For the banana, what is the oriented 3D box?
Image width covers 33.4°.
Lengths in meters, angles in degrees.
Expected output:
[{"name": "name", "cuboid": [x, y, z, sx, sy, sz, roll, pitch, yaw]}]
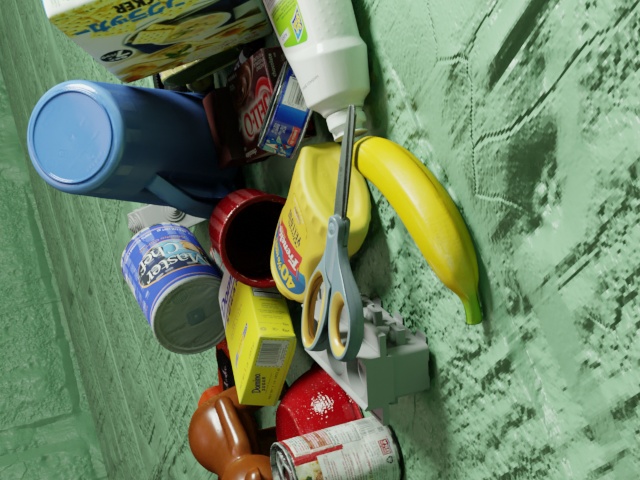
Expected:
[{"name": "banana", "cuboid": [0.065, -0.027, 0.785, 0.070, 0.037, 0.198, 100, 151, -44]}]

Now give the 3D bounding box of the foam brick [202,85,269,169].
[{"name": "foam brick", "cuboid": [-0.083, -0.119, 1.103, 0.051, 0.053, 0.078, 153, 103, -69]}]

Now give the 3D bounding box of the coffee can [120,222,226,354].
[{"name": "coffee can", "cuboid": [-0.168, 0.055, 1.262, 0.140, 0.102, 0.103, -131, 35, -52]}]

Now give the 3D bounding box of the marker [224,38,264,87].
[{"name": "marker", "cuboid": [-0.080, -0.179, 1.107, 0.121, 0.020, 0.020, 131, 124, -65]}]

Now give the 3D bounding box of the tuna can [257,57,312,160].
[{"name": "tuna can", "cuboid": [-0.027, -0.115, 0.925, 0.086, 0.033, 0.086, -163, 91, -82]}]

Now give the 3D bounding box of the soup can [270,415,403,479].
[{"name": "soup can", "cuboid": [0.014, 0.201, 0.952, 0.069, 0.102, 0.068, 168, 90, -70]}]

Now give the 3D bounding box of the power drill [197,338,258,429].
[{"name": "power drill", "cuboid": [-0.126, 0.149, 1.355, 0.185, 0.057, 0.188, -132, 36, -53]}]

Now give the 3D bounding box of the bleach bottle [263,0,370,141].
[{"name": "bleach bottle", "cuboid": [-0.014, -0.200, 0.865, 0.103, 0.068, 0.251, 147, 108, -71]}]

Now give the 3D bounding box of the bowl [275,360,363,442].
[{"name": "bowl", "cuboid": [-0.004, 0.202, 1.069, 0.162, 0.055, 0.162, 168, 90, -70]}]

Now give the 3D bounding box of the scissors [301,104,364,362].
[{"name": "scissors", "cuboid": [0.020, 0.006, 0.822, 0.096, 0.016, 0.202, 49, 132, 53]}]

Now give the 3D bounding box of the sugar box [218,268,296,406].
[{"name": "sugar box", "cuboid": [-0.070, 0.079, 1.118, 0.176, 0.048, 0.093, -113, 34, -52]}]

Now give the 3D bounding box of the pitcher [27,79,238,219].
[{"name": "pitcher", "cuboid": [-0.182, -0.092, 1.098, 0.242, 0.149, 0.145, -4, -86, -69]}]

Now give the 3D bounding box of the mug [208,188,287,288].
[{"name": "mug", "cuboid": [-0.057, 0.001, 1.071, 0.117, 0.093, 0.082, 46, 176, -21]}]

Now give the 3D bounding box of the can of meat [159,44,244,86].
[{"name": "can of meat", "cuboid": [-0.133, -0.219, 1.121, 0.102, 0.057, 0.084, -21, 81, 27]}]

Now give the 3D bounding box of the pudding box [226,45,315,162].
[{"name": "pudding box", "cuboid": [-0.049, -0.130, 1.024, 0.114, 0.039, 0.090, 165, 93, -69]}]

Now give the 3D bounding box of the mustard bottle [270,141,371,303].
[{"name": "mustard bottle", "cuboid": [-0.007, 0.002, 0.962, 0.192, 0.058, 0.096, 112, 143, -57]}]
